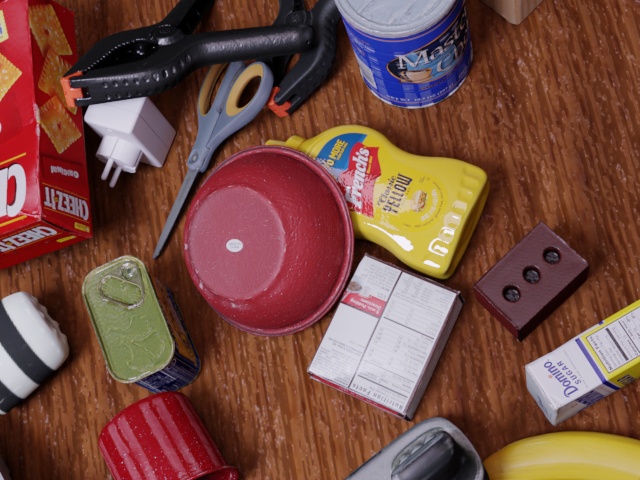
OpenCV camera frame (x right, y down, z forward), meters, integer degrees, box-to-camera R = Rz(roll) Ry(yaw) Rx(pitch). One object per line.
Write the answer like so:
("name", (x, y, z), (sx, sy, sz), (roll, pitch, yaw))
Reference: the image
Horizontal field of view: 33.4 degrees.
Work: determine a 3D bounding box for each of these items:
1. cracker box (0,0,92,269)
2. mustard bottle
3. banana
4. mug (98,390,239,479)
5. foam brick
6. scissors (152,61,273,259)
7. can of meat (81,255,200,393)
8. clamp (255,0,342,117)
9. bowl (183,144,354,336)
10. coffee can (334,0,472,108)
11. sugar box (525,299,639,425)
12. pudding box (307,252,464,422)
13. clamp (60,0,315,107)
("cracker box", (-0.285, -0.087, 0.910), (0.164, 0.072, 0.214), (-18, 69, 25))
("mustard bottle", (0.037, -0.045, 0.896), (0.192, 0.058, 0.096), (22, 84, 18))
("banana", (0.223, 0.180, 0.798), (0.198, 0.037, 0.069), (19, 76, 17))
("mug", (-0.130, 0.182, 0.853), (0.117, 0.093, 0.081), (-52, 60, 32))
("foam brick", (0.168, 0.033, 0.848), (0.078, 0.051, 0.053), (-43, 70, -4))
("scissors", (-0.093, -0.079, 0.938), (0.096, 0.016, 0.201), (-2, 69, 44))
("can of meat", (-0.145, 0.073, 0.884), (0.057, 0.084, 0.102), (-26, 70, 3))
("clamp", (-0.005, -0.194, 0.953), (0.120, 0.039, 0.171), (-1, 74, 39))
("bowl", (-0.056, 0.001, 0.873), (0.162, 0.055, 0.162), (1, 92, 27))
("coffee can", (0.072, -0.185, 0.889), (0.103, 0.140, 0.103), (-3, 72, 11))
("sugar box", (0.239, 0.075, 0.798), (0.176, 0.093, 0.048), (-33, 69, 1))
("pudding box", (0.053, 0.078, 0.866), (0.090, 0.039, 0.113), (23, 81, 17))
("clamp", (-0.132, -0.171, 0.925), (0.209, 0.036, 0.165), (-25, 40, -21))
